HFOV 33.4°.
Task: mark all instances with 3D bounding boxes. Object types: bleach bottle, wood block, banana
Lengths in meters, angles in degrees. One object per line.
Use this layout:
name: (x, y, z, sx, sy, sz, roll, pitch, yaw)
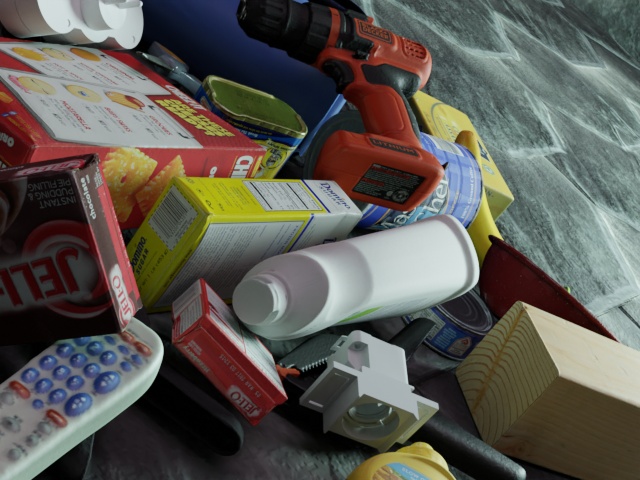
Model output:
bleach bottle: (0.023, 0.028, 0.747, 0.250, 0.103, 0.068, -6, 73, -63)
wood block: (0.227, 0.139, 0.892, 0.205, 0.091, 0.090, 22, 29, -29)
banana: (0.171, -0.014, 1.067, 0.198, 0.070, 0.037, 56, 14, -9)

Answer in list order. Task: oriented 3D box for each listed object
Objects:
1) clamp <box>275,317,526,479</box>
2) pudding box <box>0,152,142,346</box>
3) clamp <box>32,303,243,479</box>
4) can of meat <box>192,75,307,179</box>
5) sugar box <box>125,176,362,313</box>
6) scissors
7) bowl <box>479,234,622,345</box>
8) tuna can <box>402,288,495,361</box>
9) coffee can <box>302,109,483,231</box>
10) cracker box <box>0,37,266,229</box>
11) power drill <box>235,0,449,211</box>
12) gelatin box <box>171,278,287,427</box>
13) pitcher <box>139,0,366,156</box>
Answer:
clamp: (0.050, 0.117, 0.763, 0.209, 0.036, 0.165, 6, 39, -44)
pudding box: (-0.159, 0.008, 0.559, 0.039, 0.114, 0.090, -56, 136, -64)
clamp: (-0.117, 0.069, 0.629, 0.120, 0.039, 0.171, 12, 40, -42)
can of meat: (-0.073, -0.080, 0.875, 0.101, 0.084, 0.057, 12, 36, -41)
sugar box: (-0.055, 0.001, 0.757, 0.048, 0.093, 0.175, 49, 27, 22)
scissors: (-0.112, -0.132, 0.887, 0.096, 0.016, 0.202, 40, 6, -15)
bowl: (0.198, 0.067, 0.976, 0.162, 0.055, 0.162, 42, 2, -2)
tuna can: (0.111, 0.063, 0.932, 0.086, 0.034, 0.086, 29, 27, -17)
coffee can: (0.069, -0.056, 0.994, 0.140, 0.103, 0.103, 11, 36, -43)
cracker box: (-0.169, -0.073, 0.732, 0.164, 0.072, 0.213, 36, 22, 28)
power drill: (0.022, -0.120, 0.877, 0.184, 0.057, 0.187, 13, 48, -25)
gelatin box: (-0.059, 0.068, 0.664, 0.073, 0.030, 0.089, 49, 2, -15)
pitcher: (-0.073, -0.206, 1.026, 0.243, 0.145, 0.149, 34, 16, -2)
